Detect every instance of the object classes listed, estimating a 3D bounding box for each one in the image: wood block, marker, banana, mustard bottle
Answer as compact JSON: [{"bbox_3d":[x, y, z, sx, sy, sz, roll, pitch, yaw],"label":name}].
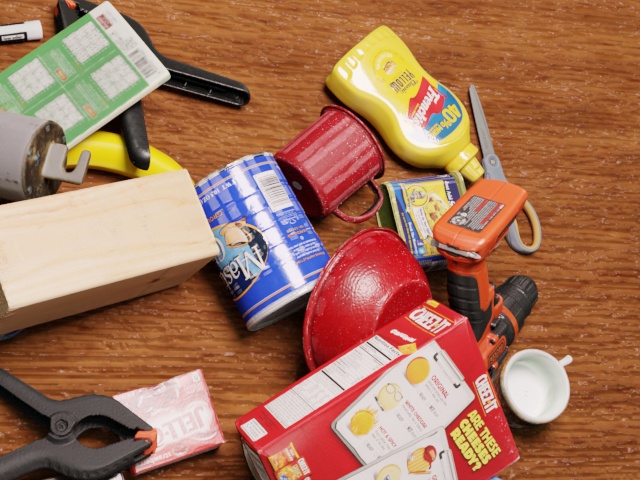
[{"bbox_3d":[-0.208,0.010,0.946,0.205,0.091,0.090,-15,77,-39],"label":"wood block"},{"bbox_3d":[-0.335,-0.200,1.047,0.121,0.020,0.020,-11,75,-21],"label":"marker"},{"bbox_3d":[-0.221,-0.073,1.033,0.197,0.037,0.069,-3,94,-17],"label":"banana"},{"bbox_3d":[0.102,-0.135,1.144,0.191,0.058,0.096,45,59,1],"label":"mustard bottle"}]

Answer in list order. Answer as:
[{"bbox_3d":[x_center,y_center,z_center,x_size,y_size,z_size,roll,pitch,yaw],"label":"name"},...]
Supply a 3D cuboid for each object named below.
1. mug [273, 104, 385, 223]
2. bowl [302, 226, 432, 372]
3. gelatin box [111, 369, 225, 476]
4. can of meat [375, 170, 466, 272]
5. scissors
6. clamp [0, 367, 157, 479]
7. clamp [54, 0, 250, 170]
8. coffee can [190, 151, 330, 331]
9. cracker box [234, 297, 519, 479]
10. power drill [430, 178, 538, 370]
[{"bbox_3d":[0.013,-0.067,1.076,0.081,0.093,0.117,-41,91,-21],"label":"mug"},{"bbox_3d":[0.057,0.071,1.003,0.055,0.162,0.162,22,57,38],"label":"bowl"},{"bbox_3d":[-0.140,0.166,0.975,0.089,0.030,0.073,-15,77,-22],"label":"gelatin box"},{"bbox_3d":[0.109,-0.016,1.105,0.083,0.057,0.102,-7,73,-18],"label":"can of meat"},{"bbox_3d":[0.174,-0.071,1.168,0.096,0.016,0.202,-21,79,-23],"label":"scissors"},{"bbox_3d":[-0.229,0.175,0.913,0.171,0.039,0.120,10,59,3],"label":"clamp"},{"bbox_3d":[-0.192,-0.165,1.056,0.210,0.036,0.164,37,48,4],"label":"clamp"},{"bbox_3d":[-0.057,0.001,1.020,0.102,0.103,0.140,-26,81,-24],"label":"coffee can"},{"bbox_3d":[0.051,0.175,0.937,0.213,0.072,0.164,-31,117,-15],"label":"cracker box"},{"bbox_3d":[0.163,0.038,1.036,0.057,0.188,0.184,17,41,30],"label":"power drill"}]
